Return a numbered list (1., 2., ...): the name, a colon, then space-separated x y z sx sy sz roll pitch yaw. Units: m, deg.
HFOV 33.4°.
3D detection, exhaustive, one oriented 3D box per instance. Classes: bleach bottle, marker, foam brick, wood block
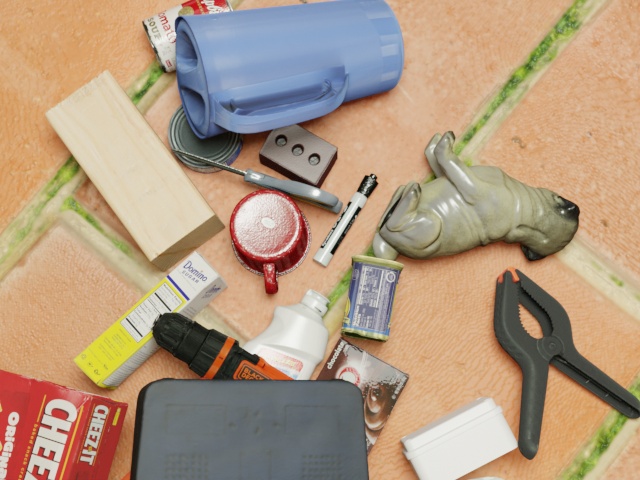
1. bleach bottle: -0.076 0.160 1.175 0.102 0.068 0.250 33 81 2
2. marker: 0.031 -0.025 1.224 0.020 0.020 0.121 32 83 7
3. foam brick: -0.025 -0.098 1.222 0.078 0.051 0.053 29 82 7
4. wood block: -0.208 -0.077 1.205 0.090 0.091 0.206 -36 81 -4

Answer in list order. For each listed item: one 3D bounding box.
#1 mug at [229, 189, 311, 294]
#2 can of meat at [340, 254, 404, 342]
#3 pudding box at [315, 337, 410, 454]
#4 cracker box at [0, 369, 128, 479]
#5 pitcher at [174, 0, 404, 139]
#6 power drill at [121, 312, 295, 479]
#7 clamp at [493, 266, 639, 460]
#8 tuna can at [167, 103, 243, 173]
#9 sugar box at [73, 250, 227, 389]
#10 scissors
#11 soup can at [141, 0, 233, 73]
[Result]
1. mug: -0.058 0.001 1.191 0.093 0.081 0.117 0 80 2
2. can of meat: 0.055 0.066 1.167 0.057 0.102 0.084 10 83 3
3. pudding box: 0.034 0.177 1.179 0.090 0.039 0.113 28 83 6
4. cracker box: -0.324 0.224 1.127 0.214 0.072 0.164 9 79 31
5. pitcher: -0.031 -0.192 1.173 0.242 0.145 0.149 -13 87 -18
6. power drill: -0.127 0.188 1.101 0.184 0.057 0.187 31 79 -3
7. clamp: 0.239 0.129 1.159 0.164 0.036 0.210 -21 73 -30
8. tuna can: -0.132 -0.122 1.239 0.086 0.034 0.086 0 80 2
9. sugar box: -0.184 0.089 1.175 0.176 0.093 0.048 -45 82 -6
10. scissors: -0.063 -0.068 1.182 0.201 0.096 0.016 19 86 -16
11. soup can: -0.148 -0.245 1.244 0.102 0.068 0.068 -23 80 -2
